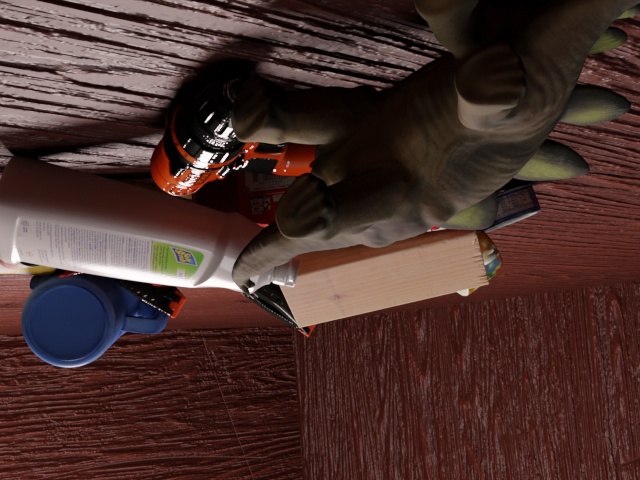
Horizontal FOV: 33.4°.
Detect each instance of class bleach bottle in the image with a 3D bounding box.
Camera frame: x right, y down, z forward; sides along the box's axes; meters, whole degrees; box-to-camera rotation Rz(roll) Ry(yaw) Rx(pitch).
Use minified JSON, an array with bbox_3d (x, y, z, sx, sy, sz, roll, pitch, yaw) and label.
[{"bbox_3d":[-0.141,0.001,0.894,0.251,0.068,0.103,13,147,-1],"label":"bleach bottle"}]

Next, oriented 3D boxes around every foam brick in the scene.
[{"bbox_3d":[-0.089,-0.033,0.960,0.051,0.078,0.053,-2,172,-11],"label":"foam brick"}]

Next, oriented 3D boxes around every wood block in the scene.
[{"bbox_3d":[0.062,0.011,1.119,0.206,0.090,0.091,-14,137,8],"label":"wood block"}]

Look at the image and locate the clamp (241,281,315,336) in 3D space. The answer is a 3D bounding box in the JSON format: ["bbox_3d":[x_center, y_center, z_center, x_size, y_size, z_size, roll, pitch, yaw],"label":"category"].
[{"bbox_3d":[-0.096,0.058,1.441,0.210,0.036,0.165,38,165,-13],"label":"clamp"}]

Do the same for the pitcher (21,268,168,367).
[{"bbox_3d":[-0.286,0.085,1.330,0.149,0.145,0.243,-29,-173,-2],"label":"pitcher"}]

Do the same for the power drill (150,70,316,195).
[{"bbox_3d":[-0.019,-0.075,0.768,0.187,0.057,0.185,0,170,-21],"label":"power drill"}]

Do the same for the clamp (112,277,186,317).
[{"bbox_3d":[-0.229,0.035,1.286,0.171,0.039,0.120,35,-167,11],"label":"clamp"}]
